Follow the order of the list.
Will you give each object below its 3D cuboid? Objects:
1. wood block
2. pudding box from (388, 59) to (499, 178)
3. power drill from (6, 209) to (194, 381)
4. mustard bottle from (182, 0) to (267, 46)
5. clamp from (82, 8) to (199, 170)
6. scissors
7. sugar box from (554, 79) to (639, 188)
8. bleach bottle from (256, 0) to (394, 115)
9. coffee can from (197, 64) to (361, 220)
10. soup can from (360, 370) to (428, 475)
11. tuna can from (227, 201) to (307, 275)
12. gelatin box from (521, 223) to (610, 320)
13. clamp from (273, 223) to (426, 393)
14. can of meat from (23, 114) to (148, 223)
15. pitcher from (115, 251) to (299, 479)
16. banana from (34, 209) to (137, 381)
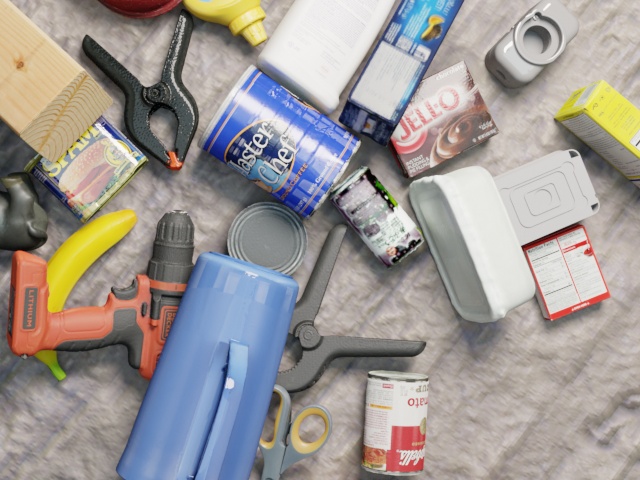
[{"bbox_3d":[-0.320,-0.186,1.068,0.206,0.090,0.091,42,86,15],"label":"wood block"},{"bbox_3d":[0.124,-0.131,1.161,0.113,0.039,0.090,-27,91,-5],"label":"pudding box"},{"bbox_3d":[-0.222,0.054,1.099,0.187,0.057,0.184,5,94,-22],"label":"power drill"},{"bbox_3d":[-0.114,-0.291,1.131,0.096,0.058,0.191,-32,92,-3],"label":"mustard bottle"},{"bbox_3d":[-0.186,-0.157,1.137,0.120,0.039,0.171,-8,84,2],"label":"clamp"},{"bbox_3d":[-0.035,0.251,1.140,0.096,0.016,0.202,1,101,7],"label":"scissors"},{"bbox_3d":[0.344,-0.098,1.154,0.176,0.093,0.048,37,87,-5],"label":"sugar box"},{"bbox_3d":[0.041,-0.264,1.143,0.102,0.068,0.251,36,84,-13],"label":"bleach bottle"},{"bbox_3d":[-0.043,-0.102,1.116,0.140,0.103,0.103,34,87,-4],"label":"coffee can"},{"bbox_3d":[0.080,0.194,1.144,0.068,0.068,0.102,4,89,-5],"label":"soup can"},{"bbox_3d":[-0.058,0.001,1.149,0.086,0.034,0.086,0,90,-5],"label":"tuna can"},{"bbox_3d":[0.269,0.035,1.179,0.073,0.030,0.089,-22,92,-3],"label":"gelatin box"},{"bbox_3d":[-0.013,0.091,1.151,0.210,0.036,0.164,-27,84,0],"label":"clamp"},{"bbox_3d":[-0.244,-0.080,1.123,0.084,0.057,0.102,45,86,-6],"label":"can of meat"},{"bbox_3d":[-0.103,0.140,1.062,0.149,0.144,0.243,17,89,32],"label":"pitcher"},{"bbox_3d":[-0.265,0.046,1.133,0.069,0.037,0.198,25,90,-24],"label":"banana"}]
